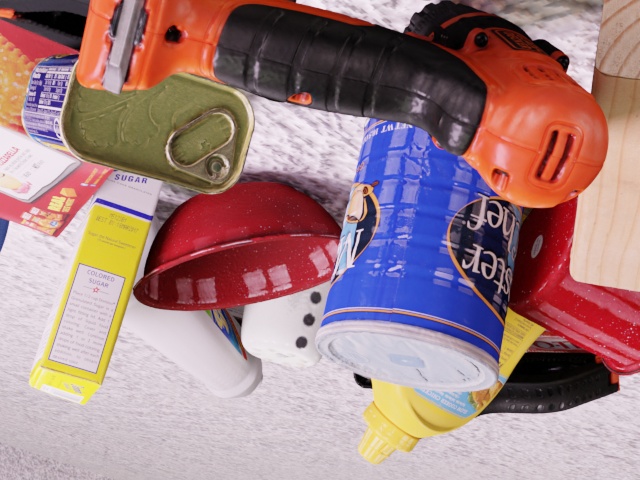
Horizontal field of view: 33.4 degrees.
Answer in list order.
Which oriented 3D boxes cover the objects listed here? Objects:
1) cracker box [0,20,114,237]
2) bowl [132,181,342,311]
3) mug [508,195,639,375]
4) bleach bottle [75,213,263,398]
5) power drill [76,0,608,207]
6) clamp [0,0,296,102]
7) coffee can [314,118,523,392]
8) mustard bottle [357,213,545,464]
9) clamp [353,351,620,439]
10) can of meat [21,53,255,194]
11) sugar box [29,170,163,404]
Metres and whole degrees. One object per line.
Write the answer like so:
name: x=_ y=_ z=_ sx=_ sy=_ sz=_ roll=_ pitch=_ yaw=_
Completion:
cracker box: x=-0.236 y=-0.086 z=0.658 sx=0.213 sy=0.072 sz=0.164 roll=22 pitch=158 yaw=-19
bowl: x=-0.055 y=0.001 z=0.751 sx=0.162 sy=0.055 sz=0.162 roll=-11 pitch=163 yaw=-3
mug: x=0.165 y=0.012 z=0.612 sx=0.081 sy=0.093 sz=0.117 roll=26 pitch=127 yaw=-13
bleach bottle: x=-0.111 y=0.066 z=0.909 sx=0.068 sy=0.103 sz=0.250 roll=-30 pitch=146 yaw=4
power drill: x=0.004 y=-0.080 z=0.422 sx=0.187 sy=0.057 sz=0.184 roll=12 pitch=-160 yaw=-13
clamp: x=-0.085 y=-0.115 z=0.533 sx=0.171 sy=0.039 sz=0.120 roll=11 pitch=160 yaw=-5
coffee can: x=0.061 y=0.004 z=0.611 sx=0.103 sy=0.140 sz=0.103 roll=12 pitch=160 yaw=4
mustard bottle: x=0.088 y=0.069 z=0.701 sx=0.096 sy=0.192 sz=0.058 roll=31 pitch=-171 yaw=-37
clamp: x=0.128 y=0.112 z=0.840 sx=0.209 sy=0.036 sz=0.165 roll=-7 pitch=-170 yaw=-11
can of meat: x=-0.100 y=-0.064 z=0.567 sx=0.101 sy=0.057 sz=0.084 roll=14 pitch=-179 yaw=-32
sugar box: x=-0.145 y=0.015 z=0.714 sx=0.048 sy=0.176 sz=0.093 roll=21 pitch=159 yaw=-13
